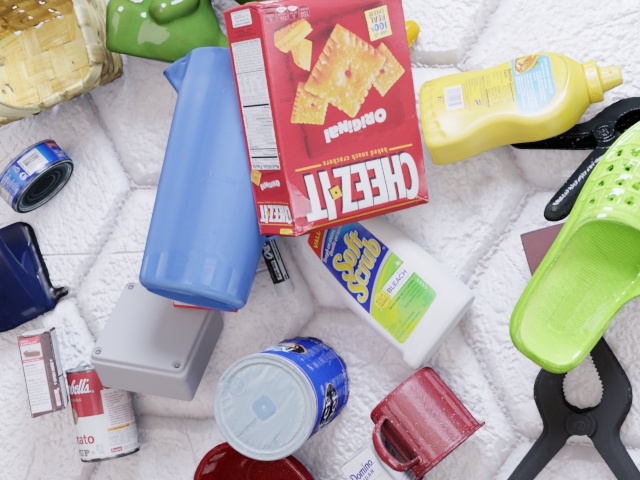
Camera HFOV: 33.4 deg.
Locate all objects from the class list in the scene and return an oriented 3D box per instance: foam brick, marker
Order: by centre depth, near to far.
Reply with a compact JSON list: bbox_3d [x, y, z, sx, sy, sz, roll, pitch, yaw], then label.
[{"bbox_3d":[0.228,0.011,1.033,0.053,0.078,0.051,-16,87,16],"label":"foam brick"},{"bbox_3d":[-0.057,0.001,1.132,0.020,0.020,0.121,-18,98,16],"label":"marker"}]

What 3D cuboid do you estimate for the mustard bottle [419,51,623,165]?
[{"bbox_3d":[0.194,-0.136,1.033,0.192,0.058,0.096,-13,47,16],"label":"mustard bottle"}]

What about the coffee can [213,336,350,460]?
[{"bbox_3d":[-0.036,0.156,1.081,0.103,0.140,0.103,1,93,16],"label":"coffee can"}]

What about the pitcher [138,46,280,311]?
[{"bbox_3d":[-0.088,-0.056,1.054,0.149,0.144,0.243,4,76,41],"label":"pitcher"}]

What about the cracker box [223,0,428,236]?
[{"bbox_3d":[0.010,-0.123,1.006,0.072,0.163,0.214,5,107,56],"label":"cracker box"}]

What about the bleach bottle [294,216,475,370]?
[{"bbox_3d":[0.032,0.016,1.098,0.251,0.068,0.103,39,105,14],"label":"bleach bottle"}]

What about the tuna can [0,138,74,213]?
[{"bbox_3d":[-0.315,-0.070,1.179,0.034,0.086,0.086,45,103,8],"label":"tuna can"}]

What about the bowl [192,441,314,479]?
[{"bbox_3d":[-0.055,0.276,1.124,0.162,0.055,0.162,9,108,29],"label":"bowl"}]

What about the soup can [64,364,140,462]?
[{"bbox_3d":[-0.240,0.187,1.178,0.069,0.068,0.102,-10,89,16],"label":"soup can"}]

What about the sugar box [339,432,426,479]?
[{"bbox_3d":[0.096,0.279,1.075,0.048,0.093,0.176,-42,80,13],"label":"sugar box"}]

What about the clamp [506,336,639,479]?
[{"bbox_3d":[0.267,0.185,1.050,0.165,0.036,0.210,9,95,16],"label":"clamp"}]

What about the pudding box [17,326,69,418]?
[{"bbox_3d":[-0.304,0.142,1.172,0.039,0.114,0.090,-11,89,-13],"label":"pudding box"}]

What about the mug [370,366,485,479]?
[{"bbox_3d":[0.096,0.186,1.063,0.081,0.117,0.093,50,139,13],"label":"mug"}]

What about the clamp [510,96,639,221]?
[{"bbox_3d":[0.270,-0.083,1.014,0.172,0.039,0.120,-18,56,16],"label":"clamp"}]
